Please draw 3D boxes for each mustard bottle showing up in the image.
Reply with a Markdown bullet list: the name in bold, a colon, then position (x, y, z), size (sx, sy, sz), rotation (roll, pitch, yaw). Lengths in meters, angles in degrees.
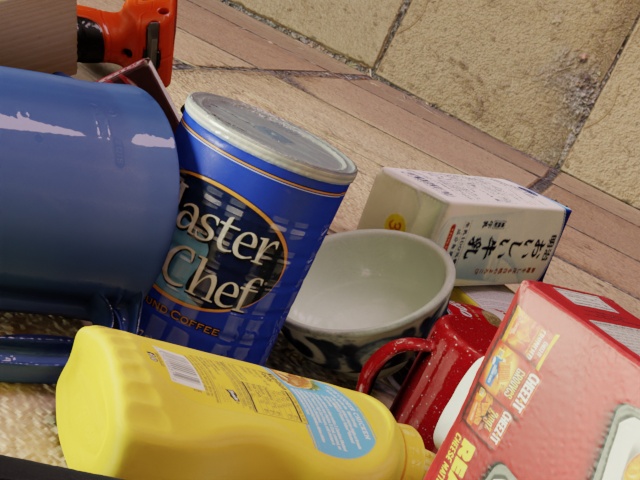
- **mustard bottle**: position (-0.022, 0.093, 0.498), size (0.191, 0.058, 0.096), rotation (17, 13, -29)

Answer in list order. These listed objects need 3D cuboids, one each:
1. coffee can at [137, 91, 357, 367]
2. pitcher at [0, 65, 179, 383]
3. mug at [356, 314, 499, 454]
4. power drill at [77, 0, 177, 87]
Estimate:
- **coffee can**: position (-0.054, 0.001, 0.605), size (0.102, 0.140, 0.103), rotation (24, 14, -7)
- **pitcher**: position (-0.196, -0.021, 0.508), size (0.242, 0.145, 0.149), rotation (6, 11, -43)
- **mug**: position (0.077, 0.092, 0.622), size (0.117, 0.081, 0.093), rotation (22, 15, -14)
- **power drill**: position (-0.190, -0.158, 0.718), size (0.187, 0.057, 0.184), rotation (2, 37, -7)
